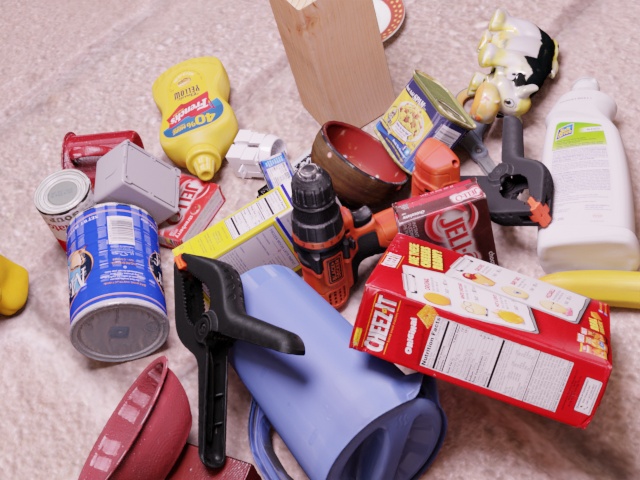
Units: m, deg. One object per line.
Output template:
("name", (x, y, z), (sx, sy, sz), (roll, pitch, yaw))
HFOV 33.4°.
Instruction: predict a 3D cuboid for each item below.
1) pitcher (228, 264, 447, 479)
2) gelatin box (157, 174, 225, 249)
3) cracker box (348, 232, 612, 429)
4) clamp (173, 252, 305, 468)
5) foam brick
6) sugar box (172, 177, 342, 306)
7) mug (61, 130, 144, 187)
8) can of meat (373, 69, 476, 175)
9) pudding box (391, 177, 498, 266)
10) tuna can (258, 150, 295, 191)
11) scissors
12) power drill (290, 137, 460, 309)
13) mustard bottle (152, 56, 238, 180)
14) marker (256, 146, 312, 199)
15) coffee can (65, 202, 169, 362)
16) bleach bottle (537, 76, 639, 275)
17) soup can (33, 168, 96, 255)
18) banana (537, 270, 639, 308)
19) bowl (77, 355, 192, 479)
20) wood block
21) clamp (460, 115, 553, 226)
("pitcher", (-0.010, 0.138, 1.007), (0.149, 0.145, 0.243), (-26, 46, -21))
("gelatin box", (-0.164, -0.034, 1.237), (0.073, 0.030, 0.089), (18, 60, 27))
("cracker box", (0.147, 0.077, 0.955), (0.214, 0.072, 0.164), (18, 19, 9))
("clamp", (-0.098, 0.095, 0.998), (0.165, 0.036, 0.210), (-59, 42, 22))
("foam brick", (-0.099, 0.231, 0.997), (0.078, 0.053, 0.051), (13, 57, 24))
("sugar box", (-0.057, 0.001, 1.124), (0.176, 0.093, 0.048), (-32, 50, -1))
("mug", (-0.255, -0.090, 1.256), (0.081, 0.117, 0.093), (-5, 75, 5))
("can of meat", (0.114, -0.127, 1.190), (0.084, 0.057, 0.102), (-52, 40, 22))
("pudding box", (0.127, -0.001, 1.076), (0.090, 0.113, 0.039), (-17, 44, 2))
("tuna can", (-0.038, -0.054, 1.182), (0.034, 0.086, 0.086), (-23, 50, -1))
("scissors", (0.190, -0.113, 1.209), (0.096, 0.016, 0.202), (-36, 52, -13))
("power drill", (0.054, -0.033, 1.089), (0.187, 0.184, 0.057), (-27, 49, -18))
("mustard bottle", (-0.149, -0.141, 1.290), (0.096, 0.058, 0.191), (-20, 46, 5))
("marker", (-0.027, -0.084, 1.245), (0.121, 0.020, 0.020), (-40, 53, -16))
("coffee can", (-0.219, 0.044, 1.144), (0.103, 0.103, 0.140), (-16, 50, 3))
("bleach bottle", (0.284, -0.078, 1.125), (0.103, 0.068, 0.250), (-2, 50, 20))
("soup can", (-0.275, -0.024, 1.214), (0.068, 0.102, 0.068), (-7, 51, 9))
("banana", (0.308, 0.048, 1.022), (0.198, 0.069, 0.037), (5, 89, 26))
("bowl", (-0.169, 0.192, 1.013), (0.055, 0.162, 0.162), (34, 59, -14))
("wood block", (0.013, -0.227, 1.225), (0.090, 0.206, 0.090), (-32, 51, -10))
("clamp", (0.198, -0.070, 1.116), (0.120, 0.039, 0.172), (-50, 35, 0))
